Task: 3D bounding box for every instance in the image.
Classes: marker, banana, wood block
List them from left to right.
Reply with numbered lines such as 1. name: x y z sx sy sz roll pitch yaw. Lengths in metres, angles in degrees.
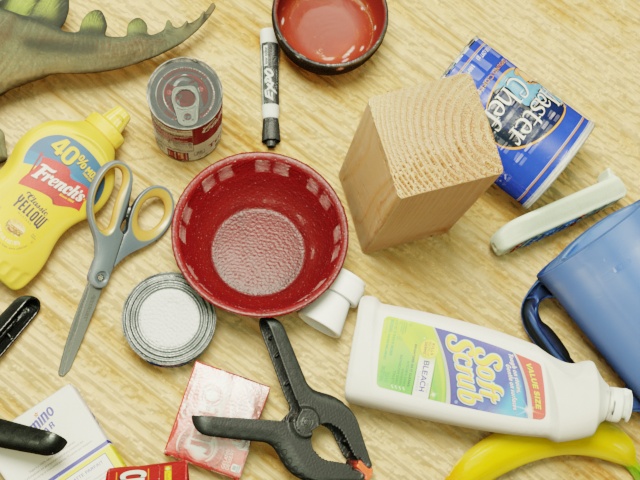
1. marker: -0.049 -0.149 1.046 0.020 0.020 0.121 0 77 -5
2. wood block: 0.081 -0.061 0.942 0.090 0.206 0.090 -15 79 -9
3. banana: 0.207 0.196 0.983 0.197 0.037 0.069 -3 77 -6

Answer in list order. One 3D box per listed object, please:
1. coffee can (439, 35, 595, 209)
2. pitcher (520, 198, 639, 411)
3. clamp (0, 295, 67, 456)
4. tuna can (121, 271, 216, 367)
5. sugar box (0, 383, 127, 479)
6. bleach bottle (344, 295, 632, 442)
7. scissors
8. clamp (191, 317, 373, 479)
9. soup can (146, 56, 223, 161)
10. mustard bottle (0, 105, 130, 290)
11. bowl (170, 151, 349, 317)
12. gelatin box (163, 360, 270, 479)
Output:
1. coffee can: 0.173 -0.112 1.015 0.140 0.103 0.102 38 77 4
2. pitcher: 0.311 0.092 0.979 0.144 0.149 0.243 -33 85 -27
3. clamp: -0.319 0.152 0.921 0.210 0.036 0.165 -28 52 -5
4. tuna can: -0.139 0.074 0.981 0.086 0.034 0.086 1 77 -5
5. sugar box: -0.209 0.224 0.936 0.093 0.048 0.176 -33 79 -11
6. bleach bottle: 0.152 0.120 0.961 0.251 0.068 0.102 9 77 6
7. scissors: -0.187 0.027 0.991 0.096 0.016 0.202 3 99 -36
8. clamp: -0.019 0.151 0.954 0.171 0.039 0.120 33 76 -18
9. soup can: -0.124 -0.119 0.990 0.068 0.102 0.068 1 77 -5
10. mustard bottle: -0.247 -0.053 0.980 0.191 0.058 0.096 -48 113 -14
11. bowl: -0.056 0.001 0.987 0.162 0.055 0.162 2 69 -5
12. gelatin box: -0.094 0.163 0.967 0.073 0.030 0.089 19 76 -1
